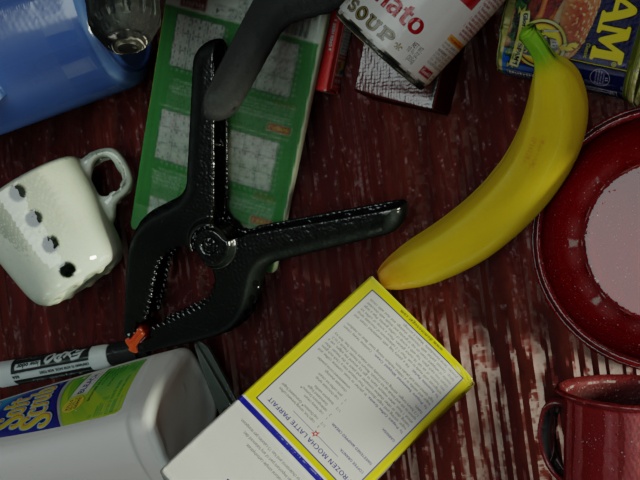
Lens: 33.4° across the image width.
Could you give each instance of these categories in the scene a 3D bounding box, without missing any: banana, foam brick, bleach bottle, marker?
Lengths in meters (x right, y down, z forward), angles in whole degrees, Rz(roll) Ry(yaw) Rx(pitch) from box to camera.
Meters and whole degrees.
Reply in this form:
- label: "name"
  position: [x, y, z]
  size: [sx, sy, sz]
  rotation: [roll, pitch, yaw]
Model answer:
- label: "banana"
  position: [0.104, -0.035, 0.632]
  size: [0.069, 0.037, 0.198]
  rotation: [25, 124, -3]
- label: "foam brick"
  position: [0.059, -0.120, 0.656]
  size: [0.051, 0.053, 0.078]
  rotation: [14, 95, 17]
- label: "bleach bottle"
  position: [-0.200, 0.141, 0.722]
  size: [0.251, 0.102, 0.068]
  rotation: [-15, 112, 18]
- label: "marker"
  position: [-0.176, 0.086, 0.755]
  size: [0.121, 0.020, 0.020]
  rotation: [-11, 88, 18]

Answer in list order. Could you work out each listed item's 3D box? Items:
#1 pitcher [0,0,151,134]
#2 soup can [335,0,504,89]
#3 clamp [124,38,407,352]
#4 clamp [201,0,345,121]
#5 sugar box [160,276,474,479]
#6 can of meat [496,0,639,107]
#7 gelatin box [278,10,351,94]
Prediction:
- label: "pitcher"
  position: [-0.243, -0.118, 0.711]
  size: [0.243, 0.145, 0.149]
  rotation: [-13, 84, 15]
- label: "soup can"
  position: [0.066, -0.143, 0.589]
  size: [0.068, 0.068, 0.102]
  rotation: [45, 103, 12]
- label: "clamp"
  position: [-0.054, 0.001, 0.685]
  size: [0.164, 0.036, 0.210]
  rotation: [36, 112, 8]
- label: "clamp"
  position: [-0.028, -0.145, 0.627]
  size: [0.171, 0.039, 0.120]
  rotation: [-27, 74, -3]
- label: "sugar box"
  position: [-0.001, 0.114, 0.643]
  size: [0.176, 0.048, 0.093]
  rotation: [-41, 76, -16]
- label: "can of meat"
  position: [0.155, -0.137, 0.622]
  size: [0.084, 0.057, 0.102]
  rotation: [16, 96, 20]
- label: "gelatin box"
  position: [-0.025, -0.139, 0.694]
  size: [0.089, 0.030, 0.073]
  rotation: [14, 98, 17]
